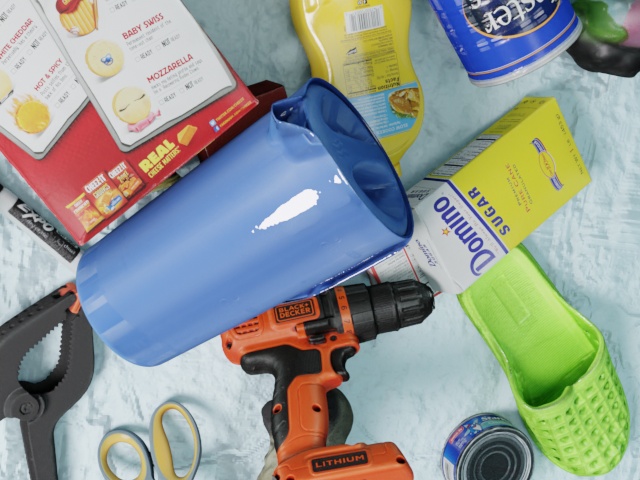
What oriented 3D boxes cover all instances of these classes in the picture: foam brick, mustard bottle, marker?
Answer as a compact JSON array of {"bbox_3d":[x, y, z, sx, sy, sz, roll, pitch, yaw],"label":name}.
[{"bbox_3d":[-0.064,-0.091,0.857,0.078,0.051,0.053,-21,109,-13],"label":"foam brick"},{"bbox_3d":[0.037,-0.123,0.880,0.096,0.058,0.191,-15,107,-17],"label":"mustard bottle"},{"bbox_3d":[-0.228,-0.015,0.834,0.020,0.020,0.121,-48,113,-4],"label":"marker"}]

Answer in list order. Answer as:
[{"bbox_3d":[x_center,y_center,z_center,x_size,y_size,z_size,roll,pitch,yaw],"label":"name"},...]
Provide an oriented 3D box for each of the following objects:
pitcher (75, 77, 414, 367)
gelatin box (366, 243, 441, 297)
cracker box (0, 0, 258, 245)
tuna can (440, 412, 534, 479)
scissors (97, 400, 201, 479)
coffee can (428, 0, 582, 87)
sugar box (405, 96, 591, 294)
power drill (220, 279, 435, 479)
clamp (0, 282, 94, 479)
[{"bbox_3d":[-0.055,0.001,0.805,0.243,0.145,0.149,-31,96,20],"label":"pitcher"},{"bbox_3d":[0.074,0.015,0.942,0.073,0.030,0.089,-30,110,-12],"label":"gelatin box"},{"bbox_3d":[-0.174,-0.130,0.746,0.164,0.072,0.213,-41,104,-10],"label":"cracker box"},{"bbox_3d":[0.160,0.210,1.015,0.086,0.034,0.086,-4,104,-18],"label":"tuna can"},{"bbox_3d":[-0.133,0.232,0.875,0.096,0.016,0.202,-5,70,-2],"label":"scissors"},{"bbox_3d":[0.137,-0.211,0.870,0.102,0.103,0.140,-36,111,-8],"label":"coffee can"},{"bbox_3d":[0.151,-0.041,0.928,0.176,0.048,0.093,-40,113,-22],"label":"sugar box"},{"bbox_3d":[0.018,0.118,0.860,0.184,0.187,0.057,-13,139,0],"label":"power drill"},{"bbox_3d":[-0.248,0.128,0.842,0.164,0.036,0.210,19,94,-37],"label":"clamp"}]
